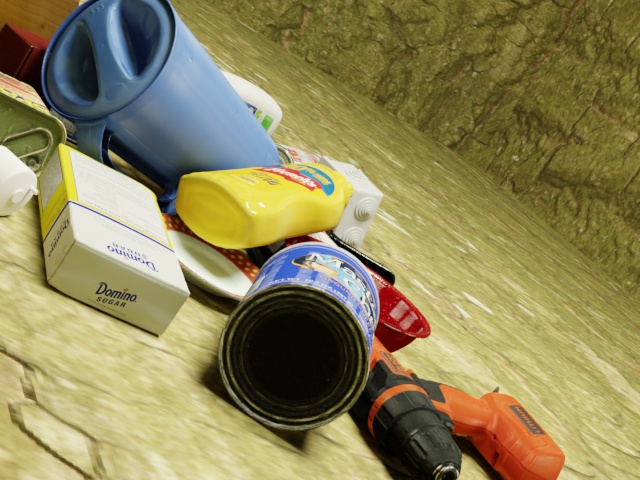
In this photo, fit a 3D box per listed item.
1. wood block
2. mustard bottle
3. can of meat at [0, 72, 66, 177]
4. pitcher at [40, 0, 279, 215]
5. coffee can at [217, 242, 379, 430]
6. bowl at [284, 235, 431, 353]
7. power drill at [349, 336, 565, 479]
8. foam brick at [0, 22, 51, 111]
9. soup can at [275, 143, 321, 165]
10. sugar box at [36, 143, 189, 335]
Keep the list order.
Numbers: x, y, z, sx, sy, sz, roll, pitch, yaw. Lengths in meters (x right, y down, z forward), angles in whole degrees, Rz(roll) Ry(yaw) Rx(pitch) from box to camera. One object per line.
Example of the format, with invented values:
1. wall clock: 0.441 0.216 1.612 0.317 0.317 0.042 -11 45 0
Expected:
1. wood block: -0.284 -0.246 1.121 0.206 0.090 0.090 28 35 32
2. mustard bottle: -0.034 -0.037 0.979 0.096 0.058 0.191 25 23 34
3. can of meat: -0.266 -0.103 0.862 0.102 0.057 0.084 26 12 -37
4. pitcher: -0.136 -0.103 0.980 0.145 0.149 0.242 49 2 34
5. coffee can: -0.011 0.064 0.773 0.103 0.103 0.140 34 12 -2
6. bowl: 0.021 0.060 0.987 0.162 0.055 0.162 32 12 -8
7. power drill: 0.109 0.151 0.861 0.187 0.057 0.185 27 14 -32
8. foam brick: -0.270 -0.146 0.964 0.053 0.078 0.051 43 17 35
9. soup can: -0.040 -0.083 1.348 0.069 0.068 0.102 40 14 23
10. sugar box: -0.158 -0.004 0.792 0.093 0.048 0.176 28 17 -27
